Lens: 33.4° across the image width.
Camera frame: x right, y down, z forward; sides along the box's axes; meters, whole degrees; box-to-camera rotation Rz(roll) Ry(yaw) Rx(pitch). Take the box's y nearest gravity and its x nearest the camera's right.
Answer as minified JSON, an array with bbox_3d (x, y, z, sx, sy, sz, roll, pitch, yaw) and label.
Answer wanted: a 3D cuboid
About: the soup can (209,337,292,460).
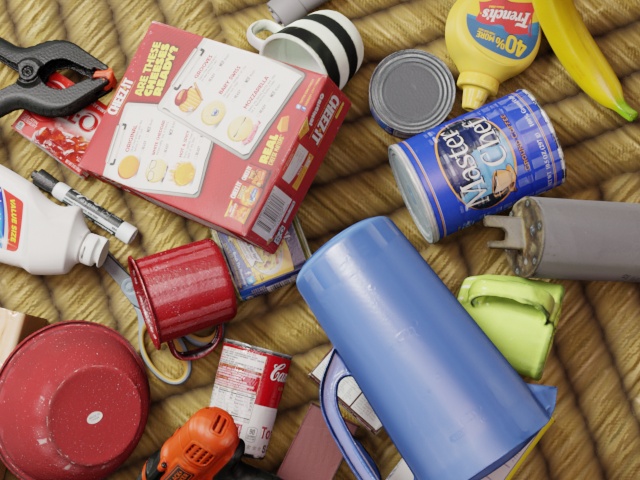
[{"bbox_3d":[-0.072,0.150,1.016,0.068,0.068,0.102,15,83,2],"label":"soup can"}]

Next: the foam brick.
[{"bbox_3d":[-0.003,0.200,1.016,0.051,0.053,0.078,26,84,3],"label":"foam brick"}]

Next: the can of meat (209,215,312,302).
[{"bbox_3d":[-0.057,0.001,1.041,0.084,0.057,0.102,-21,82,0],"label":"can of meat"}]

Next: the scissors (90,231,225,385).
[{"bbox_3d":[-0.166,0.045,1.057,0.096,0.016,0.202,-26,83,-4],"label":"scissors"}]

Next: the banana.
[{"bbox_3d":[0.249,-0.202,1.041,0.037,0.070,0.197,-44,113,-11],"label":"banana"}]

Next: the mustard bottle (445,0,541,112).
[{"bbox_3d":[0.176,-0.220,1.065,0.096,0.058,0.191,19,84,-18],"label":"mustard bottle"}]

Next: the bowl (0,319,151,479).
[{"bbox_3d":[-0.218,0.156,0.981,0.161,0.055,0.162,-2,93,-35],"label":"bowl"}]

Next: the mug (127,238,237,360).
[{"bbox_3d":[-0.126,0.058,1.007,0.081,0.093,0.117,-17,107,-15],"label":"mug"}]

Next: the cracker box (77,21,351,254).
[{"bbox_3d":[-0.101,-0.099,1.008,0.214,0.072,0.164,22,82,30],"label":"cracker box"}]

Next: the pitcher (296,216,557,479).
[{"bbox_3d":[0.077,0.108,0.952,0.148,0.145,0.243,-22,70,-44],"label":"pitcher"}]

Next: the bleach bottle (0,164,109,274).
[{"bbox_3d":[-0.324,-0.037,1.040,0.251,0.068,0.102,19,87,4],"label":"bleach bottle"}]

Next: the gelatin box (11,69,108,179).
[{"bbox_3d":[-0.252,-0.116,1.070,0.089,0.030,0.073,35,84,4],"label":"gelatin box"}]

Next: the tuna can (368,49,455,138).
[{"bbox_3d":[0.091,-0.146,1.070,0.086,0.034,0.086,0,83,0],"label":"tuna can"}]

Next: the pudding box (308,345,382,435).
[{"bbox_3d":[0.057,0.118,1.034,0.090,0.039,0.113,41,82,8],"label":"pudding box"}]

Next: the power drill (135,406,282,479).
[{"bbox_3d":[-0.076,0.246,0.979,0.187,0.185,0.057,32,43,-9],"label":"power drill"}]

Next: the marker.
[{"bbox_3d":[-0.237,-0.035,1.066,0.121,0.020,0.020,32,84,4],"label":"marker"}]

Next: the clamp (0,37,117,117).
[{"bbox_3d":[-0.288,-0.149,1.041,0.171,0.039,0.120,8,82,5],"label":"clamp"}]

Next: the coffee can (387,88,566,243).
[{"bbox_3d":[0.149,-0.071,1.025,0.140,0.103,0.103,-24,83,-3],"label":"coffee can"}]
